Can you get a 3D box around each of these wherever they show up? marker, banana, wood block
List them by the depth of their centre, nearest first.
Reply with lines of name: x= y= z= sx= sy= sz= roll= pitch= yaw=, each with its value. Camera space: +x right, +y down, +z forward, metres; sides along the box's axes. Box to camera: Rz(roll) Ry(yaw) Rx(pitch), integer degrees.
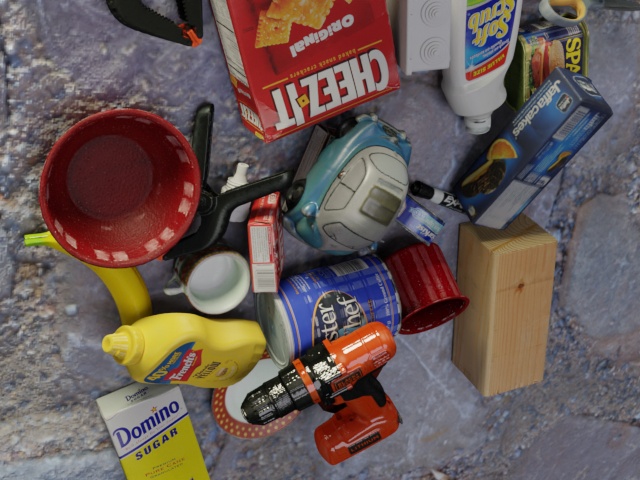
banana: x=-0.225 y=0.042 z=1.128 sx=0.070 sy=0.037 sz=0.197 roll=-26 pitch=125 yaw=15
marker: x=0.156 y=-0.047 z=1.280 sx=0.120 sy=0.020 sz=0.020 roll=18 pitch=106 yaw=-33
wood block: x=0.229 y=0.080 z=1.342 sx=0.090 sy=0.090 sz=0.206 roll=-12 pitch=120 yaw=-20

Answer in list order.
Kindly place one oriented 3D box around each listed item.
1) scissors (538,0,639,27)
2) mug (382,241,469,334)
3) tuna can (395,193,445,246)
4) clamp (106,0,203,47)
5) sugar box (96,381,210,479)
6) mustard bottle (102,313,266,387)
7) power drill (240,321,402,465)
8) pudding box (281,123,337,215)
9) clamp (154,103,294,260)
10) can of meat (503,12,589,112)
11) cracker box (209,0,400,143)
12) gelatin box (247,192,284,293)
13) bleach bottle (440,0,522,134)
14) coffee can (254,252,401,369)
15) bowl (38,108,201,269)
scissors: x=0.298 y=-0.286 z=1.218 sx=0.201 sy=0.096 sz=0.016 roll=-26 pitch=167 yaw=-46
mug: x=0.120 y=0.058 z=1.270 sx=0.093 sy=0.081 sz=0.117 roll=-25 pitch=157 yaw=6
tuna can: x=0.100 y=-0.032 z=1.219 sx=0.086 sy=0.086 sz=0.034 roll=34 pitch=96 yaw=-36
clamp: x=-0.183 y=-0.258 z=0.986 sx=0.164 sy=0.036 sz=0.210 roll=-34 pitch=126 yaw=-8
sugar box: x=-0.190 y=0.244 z=1.244 sx=0.093 sy=0.048 sz=0.176 roll=-23 pitch=125 yaw=-15
mustard bottle: x=-0.154 y=0.118 z=1.154 sx=0.191 sy=0.058 sz=0.096 roll=13 pitch=134 yaw=-47
power drill: x=0.012 y=0.186 z=1.211 sx=0.184 sy=0.057 sz=0.187 roll=-27 pitch=144 yaw=-5
pudding box: x=0.018 y=-0.066 z=1.190 sx=0.089 sy=0.039 sz=0.113 roll=14 pitch=106 yaw=-30
clamp: x=-0.110 y=-0.043 z=1.113 sx=0.120 sy=0.039 sz=0.171 roll=32 pitch=106 yaw=6
can of meat: x=0.257 y=-0.202 z=1.227 sx=0.083 sy=0.057 sz=0.102 roll=-16 pitch=122 yaw=-16
cracker box: x=-0.018 y=-0.225 z=1.064 sx=0.164 sy=0.072 sz=0.213 roll=-24 pitch=124 yaw=-15
gelatin box: x=-0.058 y=0.001 z=1.163 sx=0.030 sy=0.073 sz=0.089 roll=0 pitch=120 yaw=5
bleach bottle: x=0.178 y=-0.236 z=1.166 sx=0.102 sy=0.068 sz=0.251 roll=-18 pitch=124 yaw=-17
coffee can: x=0.008 y=0.080 z=1.222 sx=0.140 sy=0.103 sz=0.103 roll=-15 pitch=121 yaw=-20
bowl: x=-0.203 y=-0.056 z=1.064 sx=0.161 sy=0.055 sz=0.162 roll=-8 pitch=110 yaw=-22
